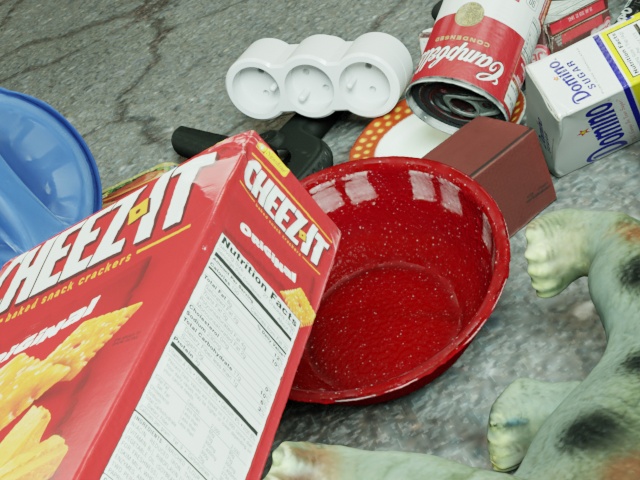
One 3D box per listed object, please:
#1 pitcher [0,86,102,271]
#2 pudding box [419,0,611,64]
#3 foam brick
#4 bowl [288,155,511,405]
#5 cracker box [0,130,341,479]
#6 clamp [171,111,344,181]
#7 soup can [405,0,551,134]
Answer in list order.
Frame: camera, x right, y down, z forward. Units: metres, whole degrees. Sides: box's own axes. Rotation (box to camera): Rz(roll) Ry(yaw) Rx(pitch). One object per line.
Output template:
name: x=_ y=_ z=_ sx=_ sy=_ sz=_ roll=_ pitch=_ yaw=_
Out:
pitcher: x=-0.258 y=0.005 z=0.748 sx=0.243 sy=0.145 sz=0.149 roll=-25 pitch=37 yaw=52
pudding box: x=0.142 y=-0.148 z=0.782 sx=0.114 sy=0.039 sz=0.089 roll=8 pitch=27 yaw=43
foam brick: x=0.092 y=-0.030 z=0.638 sx=0.078 sy=0.053 sz=0.051 roll=-37 pitch=31 yaw=-19
bowl: x=0.025 y=0.030 z=0.569 sx=0.162 sy=0.055 sz=0.162 roll=-12 pitch=47 yaw=13
cracker box: x=-0.095 y=0.066 z=0.400 sx=0.164 sy=0.072 sz=0.213 roll=-24 pitch=28 yaw=30
clamp: x=-0.048 y=-0.062 z=0.814 sx=0.165 sy=0.036 sz=0.210 roll=-16 pitch=30 yaw=12
soup can: x=0.103 y=-0.125 z=0.687 sx=0.069 sy=0.068 sz=0.102 roll=5 pitch=65 yaw=43
